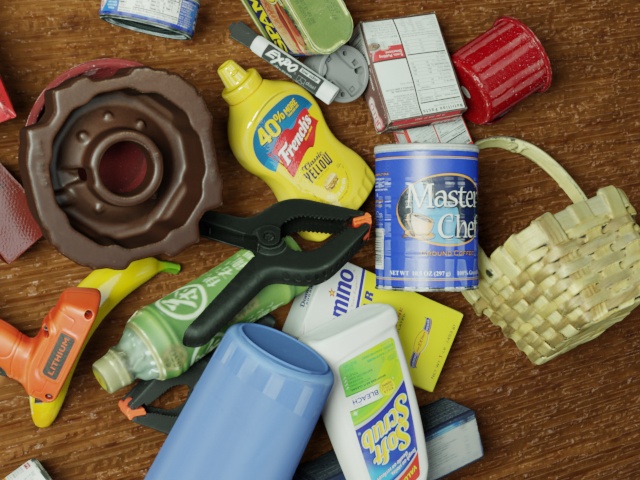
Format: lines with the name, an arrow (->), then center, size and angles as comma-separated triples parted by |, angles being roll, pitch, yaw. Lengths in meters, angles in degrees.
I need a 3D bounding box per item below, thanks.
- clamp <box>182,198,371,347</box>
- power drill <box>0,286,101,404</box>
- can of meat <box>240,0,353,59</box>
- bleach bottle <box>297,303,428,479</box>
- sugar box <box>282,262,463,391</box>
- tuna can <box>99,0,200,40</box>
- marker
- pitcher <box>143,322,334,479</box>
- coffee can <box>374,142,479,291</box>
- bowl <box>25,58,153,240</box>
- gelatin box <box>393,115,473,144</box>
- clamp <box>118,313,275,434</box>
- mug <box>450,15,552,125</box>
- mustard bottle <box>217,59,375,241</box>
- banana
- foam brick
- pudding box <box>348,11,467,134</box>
clamp -> -0.056, 0.001, 0.985 | 0.209, 0.165, 0.036 | -19, 147, -19
power drill -> -0.282, 0.044, 0.884 | 0.187, 0.057, 0.185 | 23, 109, -14
can of meat -> -0.023, -0.222, 1.008 | 0.057, 0.084, 0.102 | -40, 112, -18
bleach bottle -> 0.063, 0.195, 1.052 | 0.102, 0.068, 0.251 | -24, 101, -22
sugar box -> 0.056, 0.085, 1.109 | 0.176, 0.048, 0.093 | 24, 85, -29
tuna can -> -0.151, -0.203, 0.944 | 0.086, 0.086, 0.034 | 11, 93, -28
marker -> -0.036, -0.171, 1.015 | 0.121, 0.020, 0.020 | 35, 79, 4
pitcher -> -0.080, 0.202, 0.983 | 0.144, 0.149, 0.243 | 23, 100, -20
coffee can -> 0.104, -0.023, 1.047 | 0.102, 0.103, 0.140 | -1, 91, -27
bowl -> -0.190, -0.081, 0.956 | 0.161, 0.055, 0.162 | -4, 98, -27
gelatin box -> 0.111, -0.123, 1.119 | 0.073, 0.030, 0.089 | -32, 109, -21
clamp -> -0.107, 0.152, 1.040 | 0.171, 0.039, 0.120 | -21, 101, -20
mug -> 0.182, -0.168, 1.126 | 0.081, 0.093, 0.117 | -34, 147, -15
mustard bottle -> -0.034, -0.096, 1.033 | 0.096, 0.058, 0.191 | -47, 114, -16
banana -> -0.210, 0.078, 0.977 | 0.069, 0.037, 0.197 | 46, 76, -24
foam brick -> -0.279, -0.027, 0.921 | 0.053, 0.051, 0.078 | -42, 113, -17
pudding box -> 0.087, -0.168, 1.071 | 0.089, 0.039, 0.113 | -11, 79, -22
